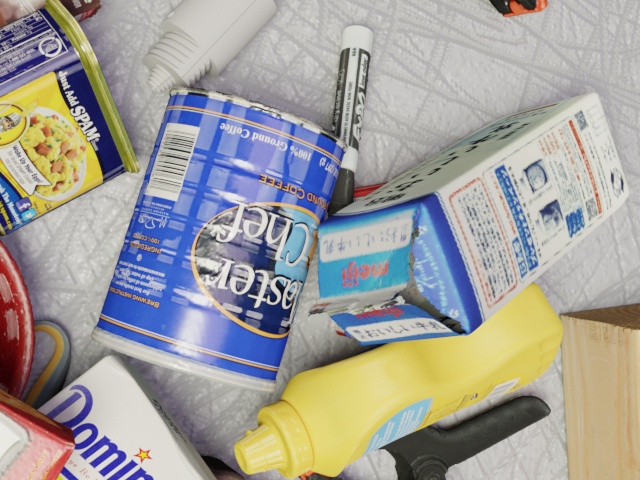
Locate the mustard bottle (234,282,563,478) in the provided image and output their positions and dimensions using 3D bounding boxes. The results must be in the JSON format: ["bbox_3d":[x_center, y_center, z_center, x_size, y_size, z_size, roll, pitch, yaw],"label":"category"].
[{"bbox_3d":[0.040,0.085,0.600,0.191,0.096,0.058,-21,72,-25],"label":"mustard bottle"}]

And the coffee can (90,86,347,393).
[{"bbox_3d":[-0.054,0.001,0.578,0.102,0.103,0.140,19,85,-20],"label":"coffee can"}]

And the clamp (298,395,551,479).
[{"bbox_3d":[0.068,0.158,0.661,0.171,0.039,0.120,1,76,-15],"label":"clamp"}]

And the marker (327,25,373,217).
[{"bbox_3d":[0.016,-0.069,0.628,0.020,0.020,0.121,14,70,-20],"label":"marker"}]

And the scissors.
[{"bbox_3d":[-0.168,0.144,0.587,0.096,0.016,0.202,20,85,-18],"label":"scissors"}]

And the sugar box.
[{"bbox_3d":[-0.144,0.147,0.537,0.176,0.048,0.093,-40,69,-4],"label":"sugar box"}]

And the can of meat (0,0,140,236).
[{"bbox_3d":[-0.151,-0.060,0.547,0.083,0.057,0.102,-30,140,-14],"label":"can of meat"}]
